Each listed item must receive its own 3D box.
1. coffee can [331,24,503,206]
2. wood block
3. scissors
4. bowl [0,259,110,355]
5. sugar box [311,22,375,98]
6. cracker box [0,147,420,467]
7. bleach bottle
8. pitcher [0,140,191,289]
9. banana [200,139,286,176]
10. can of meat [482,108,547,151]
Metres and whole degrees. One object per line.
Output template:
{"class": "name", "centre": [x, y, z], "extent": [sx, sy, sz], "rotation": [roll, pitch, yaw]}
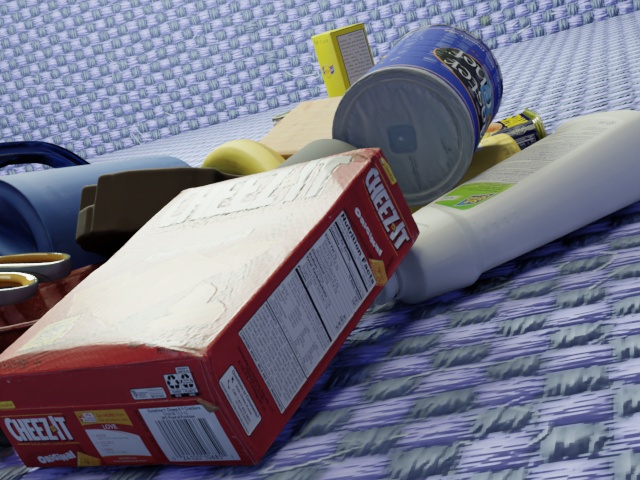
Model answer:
{"class": "coffee can", "centre": [0.077, -0.098, 0.809], "extent": [0.103, 0.103, 0.140], "rotation": [-11, 19, 24]}
{"class": "wood block", "centre": [0.021, -0.081, 1.047], "extent": [0.090, 0.090, 0.206], "rotation": [-45, 20, -16]}
{"class": "scissors", "centre": [-0.289, 0.033, 0.798], "extent": [0.201, 0.016, 0.096], "rotation": [-6, 17, -5]}
{"class": "bowl", "centre": [-0.170, 0.059, 0.780], "extent": [0.162, 0.055, 0.162], "rotation": [-16, 11, 3]}
{"class": "sugar box", "centre": [0.041, -0.145, 1.169], "extent": [0.048, 0.176, 0.093], "rotation": [-16, 10, -10]}
{"class": "cracker box", "centre": [-0.062, 0.034, 0.603], "extent": [0.164, 0.072, 0.213], "rotation": [-9, 26, 34]}
{"class": "bleach bottle", "centre": [0.120, -0.017, 0.727], "extent": [0.250, 0.068, 0.103], "rotation": [-25, 10, -28]}
{"class": "pitcher", "centre": [-0.216, -0.019, 0.984], "extent": [0.145, 0.149, 0.242], "rotation": [8, 16, 30]}
{"class": "banana", "centre": [-0.058, -0.056, 1.028], "extent": [0.037, 0.070, 0.198], "rotation": [10, 13, -40]}
{"class": "can of meat", "centre": [0.164, -0.079, 0.983], "extent": [0.084, 0.057, 0.102], "rotation": [-18, 10, 6]}
